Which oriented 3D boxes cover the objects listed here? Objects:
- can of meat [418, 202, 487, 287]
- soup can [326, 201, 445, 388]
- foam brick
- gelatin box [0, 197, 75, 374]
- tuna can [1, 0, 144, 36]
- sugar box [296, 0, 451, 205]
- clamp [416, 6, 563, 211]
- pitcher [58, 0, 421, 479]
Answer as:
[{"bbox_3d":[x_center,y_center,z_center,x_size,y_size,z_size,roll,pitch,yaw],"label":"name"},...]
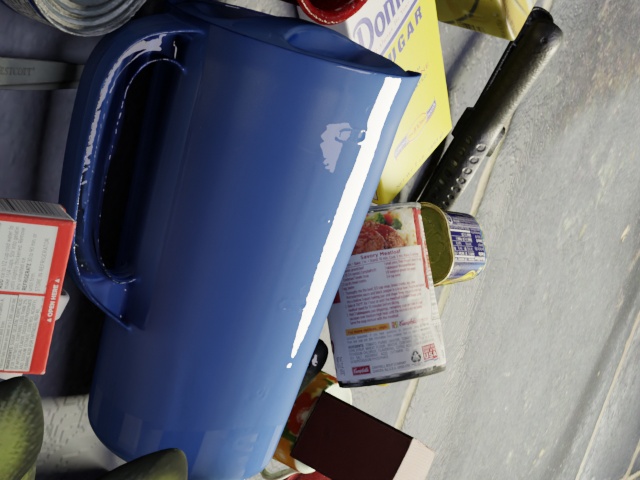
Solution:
[{"bbox_3d":[0.061,0.010,0.772,0.083,0.102,0.057,3,76,-63],"label":"can of meat"},{"bbox_3d":[0.035,0.033,0.641,0.068,0.069,0.102,-4,83,-58],"label":"soup can"},{"bbox_3d":[0.029,0.145,0.725,0.051,0.078,0.053,-61,150,-10],"label":"foam brick"},{"bbox_3d":[-0.156,0.017,0.453,0.089,0.030,0.073,6,106,-30],"label":"gelatin box"},{"bbox_3d":[-0.106,-0.134,0.460,0.086,0.034,0.086,-38,139,-42],"label":"tuna can"},{"bbox_3d":[0.040,-0.116,0.703,0.093,0.048,0.176,-51,148,-27],"label":"sugar box"},{"bbox_3d":[0.128,-0.093,0.838,0.210,0.036,0.164,-60,178,25],"label":"clamp"},{"bbox_3d":[-0.054,0.001,0.559,0.145,0.149,0.243,-69,176,-74],"label":"pitcher"}]
